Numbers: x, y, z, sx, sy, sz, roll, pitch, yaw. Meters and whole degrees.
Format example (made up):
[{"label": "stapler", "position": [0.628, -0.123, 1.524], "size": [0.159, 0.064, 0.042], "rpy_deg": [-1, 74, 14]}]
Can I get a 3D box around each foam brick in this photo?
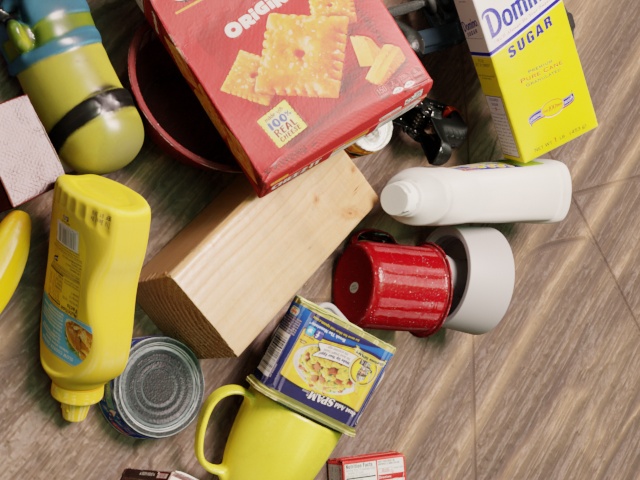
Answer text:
[{"label": "foam brick", "position": [-0.243, -0.067, 0.833], "size": [0.052, 0.051, 0.078], "rpy_deg": [-29, 100, -35]}]

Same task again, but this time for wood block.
[{"label": "wood block", "position": [-0.056, 0.001, 0.928], "size": [0.205, 0.091, 0.090], "rpy_deg": [-47, 109, -30]}]

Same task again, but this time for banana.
[{"label": "banana", "position": [-0.280, 0.056, 0.791], "size": [0.197, 0.037, 0.069], "rpy_deg": [-42, 131, -34]}]

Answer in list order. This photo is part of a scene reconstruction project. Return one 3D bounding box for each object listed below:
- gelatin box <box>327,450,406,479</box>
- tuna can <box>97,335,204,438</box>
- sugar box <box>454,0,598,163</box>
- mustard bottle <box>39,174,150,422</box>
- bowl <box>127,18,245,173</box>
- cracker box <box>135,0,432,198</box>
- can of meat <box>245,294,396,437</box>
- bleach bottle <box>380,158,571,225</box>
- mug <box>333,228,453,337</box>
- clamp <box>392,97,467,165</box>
[{"label": "gelatin box", "position": [0.045, 0.245, 0.998], "size": [0.073, 0.030, 0.089], "rpy_deg": [0, 83, -33]}, {"label": "tuna can", "position": [-0.140, 0.122, 0.887], "size": [0.085, 0.034, 0.086], "rpy_deg": [6, 80, -34]}, {"label": "sugar box", "position": [0.199, -0.174, 1.027], "size": [0.093, 0.048, 0.176], "rpy_deg": [-27, 112, -14]}, {"label": "mustard bottle", "position": [-0.179, 0.052, 0.823], "size": [0.058, 0.096, 0.192], "rpy_deg": [-5, 113, -43]}, {"label": "bowl", "position": [-0.102, -0.119, 0.921], "size": [0.161, 0.055, 0.162], "rpy_deg": [17, 57, -29]}, {"label": "cracker box", "position": [-0.035, -0.168, 0.864], "size": [0.164, 0.072, 0.214], "rpy_deg": [-31, 86, -10]}, {"label": "can of meat", "position": [0.002, 0.105, 0.901], "size": [0.102, 0.057, 0.084], "rpy_deg": [29, 89, -19]}, {"label": "bleach bottle", "position": [0.144, -0.044, 1.025], "size": [0.250, 0.103, 0.068], "rpy_deg": [-7, 100, -54]}, {"label": "mug", "position": [0.062, 0.035, 1.014], "size": [0.081, 0.093, 0.117], "rpy_deg": [6, 49, -29]}, {"label": "clamp", "position": [0.090, -0.122, 1.046], "size": [0.120, 0.039, 0.171], "rpy_deg": [39, 19, 7]}]
